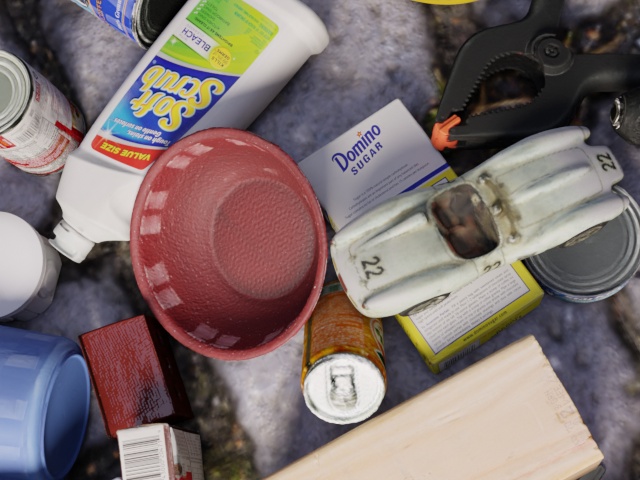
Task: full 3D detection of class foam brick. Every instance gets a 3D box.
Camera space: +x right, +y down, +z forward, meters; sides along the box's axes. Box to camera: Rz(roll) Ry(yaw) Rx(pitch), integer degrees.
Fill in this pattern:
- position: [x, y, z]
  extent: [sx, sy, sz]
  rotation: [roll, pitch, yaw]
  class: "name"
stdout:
- position: [-0.131, 0.098, 0.764]
  extent: [0.051, 0.053, 0.078]
  rotation: [-22, 76, 4]
  class: "foam brick"

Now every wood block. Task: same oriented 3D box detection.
- position: [0.069, 0.154, 0.696]
  extent: [0.206, 0.090, 0.090]
  rotation: [-29, 71, 3]
  class: "wood block"

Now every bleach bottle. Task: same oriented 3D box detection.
- position: [-0.108, -0.086, 0.797]
  extent: [0.103, 0.068, 0.251]
  rotation: [37, 88, 15]
  class: "bleach bottle"

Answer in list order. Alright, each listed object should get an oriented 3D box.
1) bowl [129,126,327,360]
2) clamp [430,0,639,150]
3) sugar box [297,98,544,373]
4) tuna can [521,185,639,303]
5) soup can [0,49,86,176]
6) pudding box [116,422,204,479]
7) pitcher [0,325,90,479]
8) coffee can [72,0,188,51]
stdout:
- position: [-0.055, 0.001, 0.754]
  extent: [0.162, 0.055, 0.162]
  rotation: [3, 96, 28]
  class: "bowl"
- position: [0.170, -0.122, 0.755]
  extent: [0.209, 0.036, 0.165]
  rotation: [-42, 75, -14]
  class: "clamp"
- position: [0.068, -0.004, 0.756]
  extent: [0.093, 0.048, 0.176]
  rotation: [-33, 72, -3]
  class: "sugar box"
- position: [0.181, 0.000, 0.742]
  extent: [0.086, 0.033, 0.086]
  rotation: [-2, 77, 9]
  class: "tuna can"
- position: [-0.226, -0.093, 0.796]
  extent: [0.068, 0.102, 0.068]
  rotation: [-2, 78, 9]
  class: "soup can"
- position: [-0.102, 0.183, 0.721]
  extent: [0.039, 0.090, 0.113]
  rotation: [-9, 75, 5]
  class: "pudding box"
- position: [-0.294, 0.100, 0.748]
  extent: [0.243, 0.149, 0.145]
  rotation: [6, 79, 8]
  class: "pitcher"
- position: [-0.160, -0.223, 0.814]
  extent: [0.140, 0.102, 0.103]
  rotation: [34, 85, 15]
  class: "coffee can"
